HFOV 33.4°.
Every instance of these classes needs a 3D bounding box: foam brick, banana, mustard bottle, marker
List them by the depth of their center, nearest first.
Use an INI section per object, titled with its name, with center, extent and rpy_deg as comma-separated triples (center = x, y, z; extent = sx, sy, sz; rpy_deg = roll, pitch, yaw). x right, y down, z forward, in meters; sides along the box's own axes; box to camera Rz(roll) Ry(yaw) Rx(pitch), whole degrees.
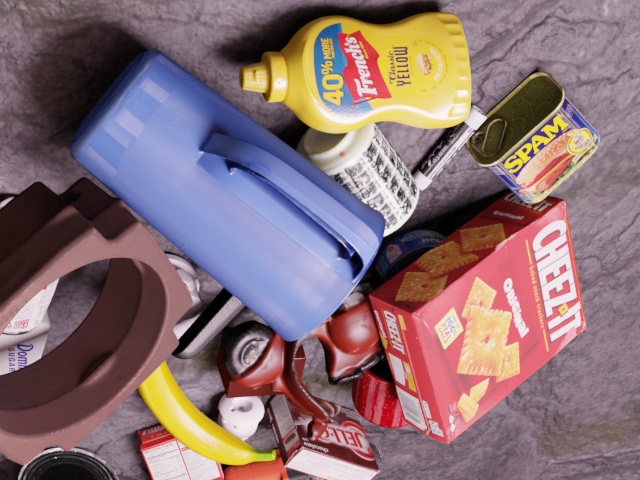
[mustard bottle]
center = 0.027, -0.138, 0.886
extent = 0.191, 0.058, 0.096
rpy_deg = -5, 88, -16
[marker]
center = 0.111, -0.076, 1.010
extent = 0.020, 0.020, 0.121
rpy_deg = 25, 115, -34
[banana]
center = -0.133, 0.169, 1.077
extent = 0.070, 0.037, 0.197
rpy_deg = -39, 111, 17
[foam brick]
center = -0.060, 0.122, 1.080
extent = 0.078, 0.051, 0.053
rpy_deg = -2, 127, -20

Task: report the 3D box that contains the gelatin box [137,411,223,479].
[gelatin box]
center = -0.150, 0.230, 1.146
extent = 0.073, 0.030, 0.089
rpy_deg = -17, 129, -7

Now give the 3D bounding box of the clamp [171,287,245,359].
[clamp]
center = -0.056, 0.001, 0.975
extent = 0.209, 0.036, 0.164
rpy_deg = -19, 109, -26

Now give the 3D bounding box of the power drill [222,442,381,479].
[power drill]
center = -0.021, 0.314, 1.246
extent = 0.184, 0.057, 0.188
rpy_deg = -8, 126, -10

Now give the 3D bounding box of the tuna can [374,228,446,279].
[tuna can]
center = 0.099, 0.030, 1.080
extent = 0.086, 0.034, 0.086
rpy_deg = -10, 130, -13

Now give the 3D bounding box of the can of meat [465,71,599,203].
[can of meat]
center = 0.202, -0.094, 1.007
extent = 0.102, 0.057, 0.083
rpy_deg = -43, 131, 14

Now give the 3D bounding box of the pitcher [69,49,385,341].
[pitcher]
center = -0.070, -0.041, 0.851
extent = 0.242, 0.145, 0.149
rpy_deg = 39, 115, -17

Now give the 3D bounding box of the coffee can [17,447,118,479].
[coffee can]
center = -0.271, 0.300, 1.107
extent = 0.102, 0.103, 0.140
rpy_deg = 3, 125, -23

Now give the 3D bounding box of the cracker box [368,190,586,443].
[cracker box]
center = 0.161, 0.071, 1.042
extent = 0.213, 0.072, 0.164
rpy_deg = -33, 124, -26

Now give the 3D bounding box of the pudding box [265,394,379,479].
[pudding box]
center = 0.002, 0.213, 1.151
extent = 0.113, 0.090, 0.039
rpy_deg = 22, 117, -33

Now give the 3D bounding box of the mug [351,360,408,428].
[mug]
center = 0.088, 0.145, 1.125
extent = 0.117, 0.093, 0.081
rpy_deg = 9, 132, 4
